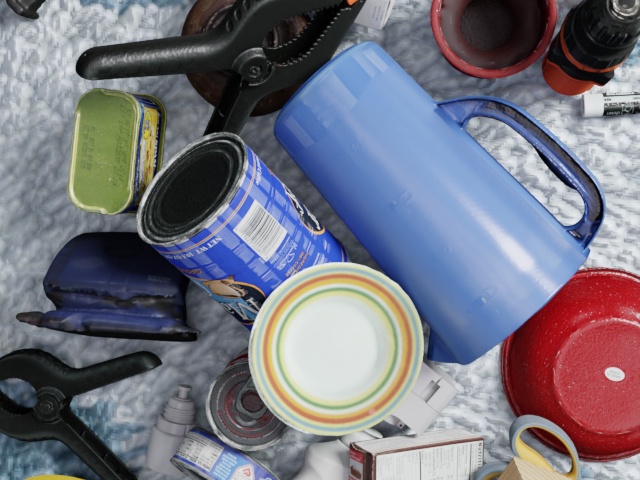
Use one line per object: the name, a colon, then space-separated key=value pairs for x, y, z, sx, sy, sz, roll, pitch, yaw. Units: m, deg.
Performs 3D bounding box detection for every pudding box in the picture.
pudding box: x=0.077 y=0.202 z=0.852 sx=0.113 sy=0.039 sz=0.090 roll=-1 pitch=93 yaw=-32

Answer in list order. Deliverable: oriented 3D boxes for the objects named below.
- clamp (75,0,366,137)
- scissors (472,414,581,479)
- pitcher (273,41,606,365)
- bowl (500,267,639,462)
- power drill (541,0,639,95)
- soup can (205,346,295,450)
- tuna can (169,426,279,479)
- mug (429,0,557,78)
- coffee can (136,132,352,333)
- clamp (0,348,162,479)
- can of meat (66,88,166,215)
clamp: x=-0.062 y=-0.137 z=0.780 sx=0.210 sy=0.164 sz=0.036 roll=-37 pitch=51 yaw=13
scissors: x=0.200 y=0.226 z=0.861 sx=0.096 sy=0.016 sz=0.201 roll=-33 pitch=107 yaw=11
pitcher: x=0.087 y=-0.040 z=0.818 sx=0.149 sy=0.145 sz=0.243 roll=-40 pitch=86 yaw=-26
bowl: x=0.227 y=0.104 z=0.851 sx=0.162 sy=0.055 sz=0.162 roll=0 pitch=93 yaw=4
power drill: x=0.226 y=-0.205 z=0.777 sx=0.057 sy=0.184 sz=0.187 roll=27 pitch=86 yaw=2
soup can: x=-0.049 y=0.121 z=0.849 sx=0.068 sy=0.102 sz=0.068 roll=0 pitch=94 yaw=4
tuna can: x=-0.075 y=0.184 z=0.848 sx=0.086 sy=0.086 sz=0.033 roll=33 pitch=71 yaw=2
mug: x=0.139 y=-0.178 z=0.826 sx=0.093 sy=0.081 sz=0.117 roll=43 pitch=96 yaw=1
coffee can: x=-0.055 y=0.001 z=0.811 sx=0.103 sy=0.103 sz=0.140 roll=-41 pitch=127 yaw=6
clamp: x=-0.219 y=0.146 z=0.897 sx=0.171 sy=0.039 sz=0.120 roll=4 pitch=89 yaw=10
can of meat: x=-0.163 y=-0.070 z=0.856 sx=0.057 sy=0.084 sz=0.102 roll=6 pitch=94 yaw=4
